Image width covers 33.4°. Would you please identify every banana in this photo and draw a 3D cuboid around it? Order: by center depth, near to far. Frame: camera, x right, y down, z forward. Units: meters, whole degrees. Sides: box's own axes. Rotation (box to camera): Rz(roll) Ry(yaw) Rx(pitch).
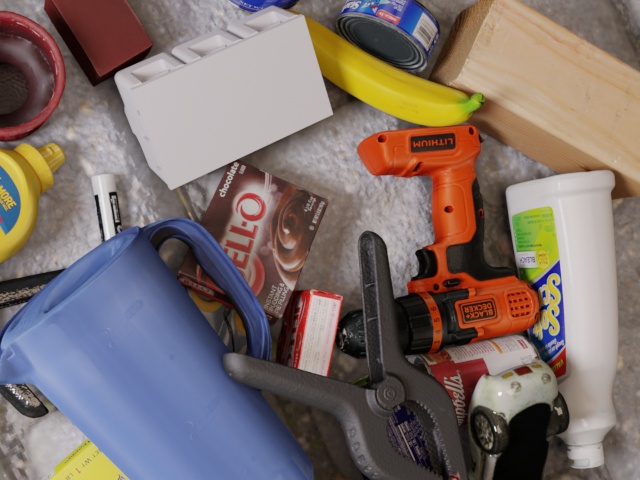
[{"bbox_3d":[0.052,-0.139,0.895,0.198,0.069,0.037,26,61,21],"label":"banana"}]

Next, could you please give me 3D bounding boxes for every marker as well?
[{"bbox_3d":[-0.167,0.007,0.864,0.020,0.020,0.121,-8,89,-16],"label":"marker"}]

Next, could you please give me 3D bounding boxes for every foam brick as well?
[{"bbox_3d":[-0.178,-0.171,0.854,0.053,0.051,0.078,-33,96,-16],"label":"foam brick"}]

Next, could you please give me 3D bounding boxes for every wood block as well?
[{"bbox_3d":[0.207,-0.123,0.936,0.206,0.091,0.090,27,81,-13],"label":"wood block"}]

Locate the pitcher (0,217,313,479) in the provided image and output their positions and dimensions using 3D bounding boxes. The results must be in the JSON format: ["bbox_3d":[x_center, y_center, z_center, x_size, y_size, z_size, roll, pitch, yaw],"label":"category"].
[{"bbox_3d":[-0.108,0.111,0.798,0.149,0.145,0.242,-32,106,22],"label":"pitcher"}]

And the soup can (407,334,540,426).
[{"bbox_3d":[0.132,0.122,0.914,0.102,0.069,0.068,-9,89,-16],"label":"soup can"}]

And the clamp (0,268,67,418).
[{"bbox_3d":[-0.267,0.051,0.826,0.171,0.039,0.120,27,65,-12],"label":"clamp"}]

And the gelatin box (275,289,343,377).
[{"bbox_3d":[-0.013,0.085,0.874,0.030,0.073,0.089,11,84,-15],"label":"gelatin box"}]

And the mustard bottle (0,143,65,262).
[{"bbox_3d":[-0.273,-0.019,0.803,0.096,0.058,0.191,47,59,7],"label":"mustard bottle"}]

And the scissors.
[{"bbox_3d":[-0.098,0.093,0.880,0.096,0.016,0.201,33,78,-9],"label":"scissors"}]

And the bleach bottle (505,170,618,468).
[{"bbox_3d":[0.220,0.070,0.923,0.068,0.103,0.251,-6,88,-22],"label":"bleach bottle"}]

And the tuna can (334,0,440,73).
[{"bbox_3d":[0.057,-0.179,0.901,0.086,0.086,0.033,29,78,-12],"label":"tuna can"}]

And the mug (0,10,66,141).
[{"bbox_3d":[-0.252,-0.130,0.816,0.093,0.082,0.117,-41,98,-14],"label":"mug"}]

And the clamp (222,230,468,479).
[{"bbox_3d":[0.033,0.118,0.797,0.164,0.036,0.210,-33,94,-28],"label":"clamp"}]

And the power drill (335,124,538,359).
[{"bbox_3d":[0.085,0.001,0.900,0.184,0.057,0.187,-8,83,-23],"label":"power drill"}]

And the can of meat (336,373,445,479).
[{"bbox_3d":[0.055,0.156,0.875,0.057,0.102,0.084,-25,91,-20],"label":"can of meat"}]

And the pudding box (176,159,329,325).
[{"bbox_3d":[-0.056,0.001,0.871,0.090,0.039,0.113,24,68,-6],"label":"pudding box"}]
